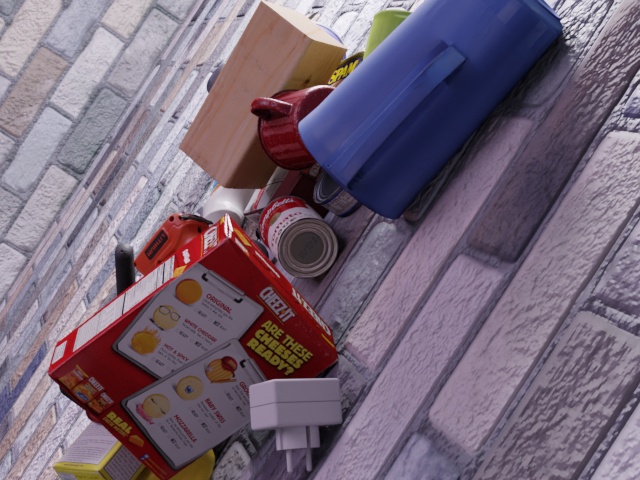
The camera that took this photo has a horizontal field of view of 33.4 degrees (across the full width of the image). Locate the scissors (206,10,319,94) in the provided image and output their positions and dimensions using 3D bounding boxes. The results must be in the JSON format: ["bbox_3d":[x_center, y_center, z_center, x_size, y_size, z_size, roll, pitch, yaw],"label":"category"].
[{"bbox_3d":[-0.076,-0.230,1.323,0.201,0.016,0.096,-50,-19,-4],"label":"scissors"}]

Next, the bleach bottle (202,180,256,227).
[{"bbox_3d":[-0.110,-0.099,1.510,0.103,0.068,0.250,-33,33,50],"label":"bleach bottle"}]

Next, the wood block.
[{"bbox_3d":[-0.070,-0.170,1.283,0.206,0.090,0.090,-57,-24,19],"label":"wood block"}]

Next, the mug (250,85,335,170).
[{"bbox_3d":[-0.021,-0.130,1.167,0.082,0.117,0.093,-1,68,61],"label":"mug"}]

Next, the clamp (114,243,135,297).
[{"bbox_3d":[-0.264,0.113,1.474,0.164,0.036,0.210,68,-152,-67],"label":"clamp"}]

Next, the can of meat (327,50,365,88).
[{"bbox_3d":[0.039,-0.169,1.275,0.102,0.057,0.084,-10,52,65],"label":"can of meat"}]

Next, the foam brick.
[{"bbox_3d":[-0.027,-0.037,1.234,0.078,0.051,0.053,-55,20,5],"label":"foam brick"}]

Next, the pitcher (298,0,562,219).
[{"bbox_3d":[0.101,-0.142,0.981,0.243,0.144,0.149,-46,42,20],"label":"pitcher"}]

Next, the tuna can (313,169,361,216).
[{"bbox_3d":[0.031,-0.069,1.172,0.086,0.033,0.086,-47,22,25],"label":"tuna can"}]

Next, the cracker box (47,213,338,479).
[{"bbox_3d":[-0.118,0.103,0.998,0.214,0.164,0.072,-37,23,9],"label":"cracker box"}]

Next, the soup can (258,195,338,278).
[{"bbox_3d":[-0.025,-0.004,1.154,0.068,0.068,0.102,-55,21,5],"label":"soup can"}]

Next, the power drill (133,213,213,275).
[{"bbox_3d":[-0.152,0.076,1.237,0.185,0.057,0.188,-47,55,24],"label":"power drill"}]

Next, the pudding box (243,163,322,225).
[{"bbox_3d":[-0.045,-0.066,1.341,0.114,0.039,0.090,-11,49,61],"label":"pudding box"}]

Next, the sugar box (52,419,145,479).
[{"bbox_3d":[-0.190,0.187,1.112,0.094,0.048,0.176,-9,31,46],"label":"sugar box"}]
